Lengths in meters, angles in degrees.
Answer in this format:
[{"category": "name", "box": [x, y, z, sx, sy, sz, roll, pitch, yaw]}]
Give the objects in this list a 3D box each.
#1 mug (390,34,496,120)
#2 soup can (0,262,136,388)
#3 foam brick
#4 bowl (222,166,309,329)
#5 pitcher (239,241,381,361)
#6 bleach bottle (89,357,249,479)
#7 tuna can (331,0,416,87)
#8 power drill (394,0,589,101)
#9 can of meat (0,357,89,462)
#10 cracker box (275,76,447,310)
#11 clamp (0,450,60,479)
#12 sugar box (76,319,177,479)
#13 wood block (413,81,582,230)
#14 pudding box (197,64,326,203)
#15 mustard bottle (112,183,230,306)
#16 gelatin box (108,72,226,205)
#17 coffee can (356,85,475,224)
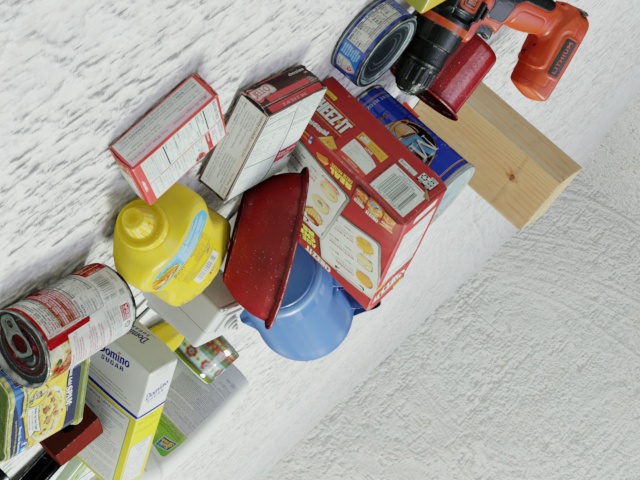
[{"category": "mug", "box": [0.143, -0.186, 1.174, 0.081, 0.093, 0.117, -52, 146, 1]}, {"category": "soup can", "box": [-0.207, 0.067, 0.866, 0.102, 0.068, 0.069, -34, 162, -48]}, {"category": "foam brick", "box": [-0.250, 0.164, 1.001, 0.053, 0.078, 0.051, -42, 168, -21]}, {"category": "bowl", "box": [-0.057, 0.001, 1.022, 0.162, 0.055, 0.162, -167, -89, -83]}, {"category": "pitcher", "box": [-0.025, 0.062, 1.301, 0.149, 0.145, 0.243, -48, 165, -7]}, {"category": "bleach bottle", "box": [-0.189, 0.216, 1.253, 0.250, 0.102, 0.068, -40, 167, -52]}, {"category": "tuna can", "box": [0.052, -0.187, 1.012, 0.086, 0.034, 0.086, -44, 167, -13]}, {"category": "power drill", "box": [0.176, -0.208, 1.087, 0.187, 0.057, 0.184, 19, 106, -40]}, {"category": "can of meat", "box": [-0.251, 0.131, 0.914, 0.083, 0.057, 0.102, -30, 144, -46]}, {"category": "cracker box", "box": [0.031, -0.042, 1.095, 0.072, 0.164, 0.214, -39, 165, -22]}, {"category": "clamp", "box": [-0.335, 0.283, 1.183, 0.164, 0.036, 0.210, -30, 158, -56]}, {"category": "sugar box", "box": [-0.199, 0.153, 1.037, 0.048, 0.093, 0.176, -27, 148, -49]}, {"category": "wood block", "box": [0.220, -0.121, 1.377, 0.090, 0.206, 0.091, -28, 158, -55]}, {"category": "pudding box", "box": [-0.052, -0.095, 0.948, 0.089, 0.039, 0.114, -33, 160, -47]}, {"category": "mustard bottle", "box": [-0.133, 0.000, 0.922, 0.096, 0.058, 0.191, -56, 168, -4]}, {"category": "gelatin box", "box": [-0.114, -0.077, 0.816, 0.089, 0.030, 0.073, -45, 166, -12]}, {"category": "coffee can", "box": [0.085, -0.088, 1.182, 0.102, 0.140, 0.103, -44, 167, -13]}]
